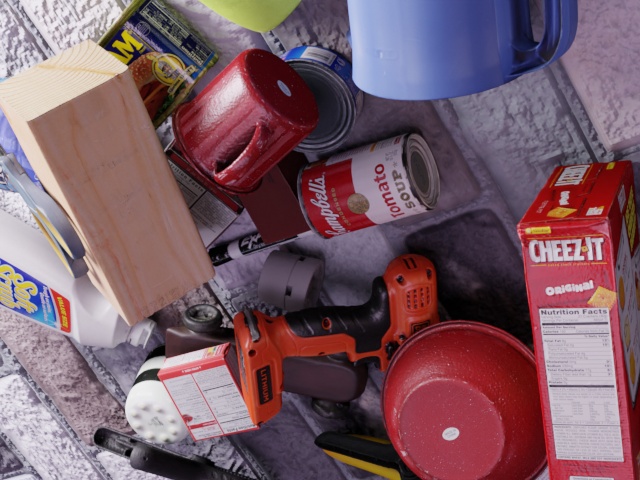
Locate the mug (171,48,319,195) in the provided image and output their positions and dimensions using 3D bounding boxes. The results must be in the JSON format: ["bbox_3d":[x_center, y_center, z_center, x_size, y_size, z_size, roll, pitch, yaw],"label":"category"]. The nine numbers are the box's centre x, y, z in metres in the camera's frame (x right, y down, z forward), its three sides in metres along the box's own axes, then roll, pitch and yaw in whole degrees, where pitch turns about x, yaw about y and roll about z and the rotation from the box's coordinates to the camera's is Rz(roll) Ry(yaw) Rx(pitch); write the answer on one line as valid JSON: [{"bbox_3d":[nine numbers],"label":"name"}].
[{"bbox_3d":[-0.057,-0.088,0.827,0.093,0.117,0.082,38,123,-21],"label":"mug"}]

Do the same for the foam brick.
[{"bbox_3d":[-0.037,-0.047,0.931,0.053,0.051,0.078,-15,117,27],"label":"foam brick"}]

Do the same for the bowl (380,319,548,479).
[{"bbox_3d":[0.117,0.151,0.899,0.162,0.055,0.162,5,103,24],"label":"bowl"}]

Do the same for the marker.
[{"bbox_3d":[-0.057,0.001,0.992,0.121,0.020,0.020,-18,115,30],"label":"marker"}]

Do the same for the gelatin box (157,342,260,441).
[{"bbox_3d":[-0.104,0.148,1.032,0.073,0.030,0.089,-16,115,19],"label":"gelatin box"}]

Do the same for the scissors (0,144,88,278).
[{"bbox_3d":[-0.244,-0.055,0.864,0.201,0.016,0.096,60,160,-14],"label":"scissors"}]

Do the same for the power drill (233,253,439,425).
[{"bbox_3d":[0.021,0.108,0.968,0.187,0.057,0.184,-13,123,-11],"label":"power drill"}]

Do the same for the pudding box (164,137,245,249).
[{"bbox_3d":[-0.132,-0.029,0.987,0.090,0.039,0.114,41,125,-10],"label":"pudding box"}]

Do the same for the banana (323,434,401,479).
[{"bbox_3d":[0.096,0.247,1.095,0.198,0.037,0.070,33,128,-4],"label":"banana"}]

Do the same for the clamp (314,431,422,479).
[{"bbox_3d":[0.084,0.236,1.041,0.171,0.120,0.039,-8,159,3],"label":"clamp"}]

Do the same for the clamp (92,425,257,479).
[{"bbox_3d":[-0.133,0.247,1.132,0.209,0.036,0.165,23,169,-16],"label":"clamp"}]

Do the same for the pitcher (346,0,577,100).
[{"bbox_3d":[0.081,-0.224,0.716,0.149,0.145,0.243,-9,119,1],"label":"pitcher"}]

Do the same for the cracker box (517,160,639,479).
[{"bbox_3d":[0.207,0.063,0.817,0.072,0.164,0.214,-4,106,23],"label":"cracker box"}]

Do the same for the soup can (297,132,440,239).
[{"bbox_3d":[0.041,-0.045,0.893,0.102,0.068,0.068,-15,117,27],"label":"soup can"}]

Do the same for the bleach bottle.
[{"bbox_3d":[-0.282,0.036,1.073,0.251,0.068,0.103,26,129,-1],"label":"bleach bottle"}]

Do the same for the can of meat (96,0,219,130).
[{"bbox_3d":[-0.147,-0.147,0.899,0.084,0.057,0.102,41,128,-14],"label":"can of meat"}]

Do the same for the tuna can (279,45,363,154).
[{"bbox_3d":[-0.008,-0.117,0.883,0.086,0.033,0.086,10,126,14],"label":"tuna can"}]

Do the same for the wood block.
[{"bbox_3d":[-0.172,-0.045,0.873,0.091,0.090,0.206,38,153,50],"label":"wood block"}]
